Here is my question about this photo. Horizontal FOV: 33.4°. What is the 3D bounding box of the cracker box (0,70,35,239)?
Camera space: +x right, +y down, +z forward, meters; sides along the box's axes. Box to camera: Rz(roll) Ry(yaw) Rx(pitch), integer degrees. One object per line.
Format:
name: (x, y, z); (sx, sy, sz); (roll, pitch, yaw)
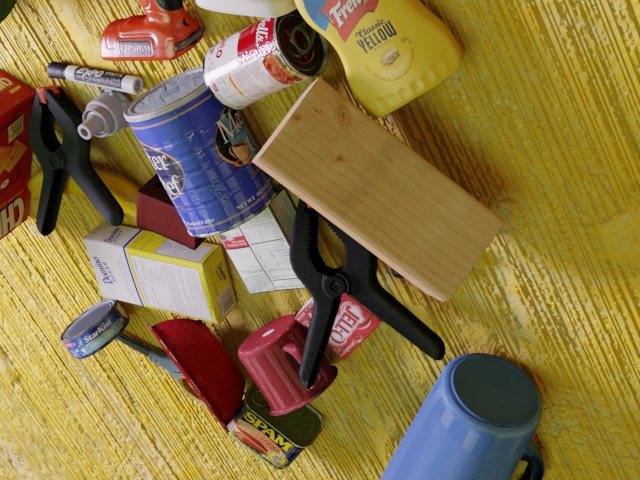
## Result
cracker box: (-0.410, -0.069, 1.233); (0.072, 0.164, 0.214); (30, 135, 13)

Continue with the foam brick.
foam brick: (-0.156, -0.035, 1.169); (0.078, 0.052, 0.051); (22, 134, 17)

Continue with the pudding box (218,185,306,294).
pudding box: (-0.058, 0.001, 1.142); (0.090, 0.039, 0.113); (-8, 121, 36)

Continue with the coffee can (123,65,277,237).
coffee can: (-0.118, -0.089, 1.063); (0.103, 0.102, 0.140); (-7, 120, 37)

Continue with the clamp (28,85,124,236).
clamp: (-0.275, -0.086, 1.186); (0.120, 0.039, 0.171); (1, 106, 22)

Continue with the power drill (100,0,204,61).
power drill: (-0.195, -0.264, 1.007); (0.185, 0.057, 0.187); (7, 127, 30)

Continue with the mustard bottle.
mustard bottle: (0.032, -0.205, 0.896); (0.096, 0.058, 0.191); (-29, 105, 23)

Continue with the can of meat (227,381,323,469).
can of meat: (-0.059, 0.226, 1.311); (0.102, 0.057, 0.084); (38, 139, 3)

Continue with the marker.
marker: (-0.243, -0.174, 1.139); (0.121, 0.020, 0.020); (14, 131, 25)

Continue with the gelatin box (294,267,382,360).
gelatin box: (0.023, 0.080, 1.155); (0.073, 0.030, 0.089); (40, 137, 0)

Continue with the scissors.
scissors: (-0.198, 0.144, 1.367); (0.202, 0.016, 0.096); (37, 135, 3)

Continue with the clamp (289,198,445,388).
clamp: (0.016, 0.050, 1.089); (0.165, 0.036, 0.210); (-24, 94, 26)

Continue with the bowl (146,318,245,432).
bowl: (-0.137, 0.147, 1.262); (0.162, 0.055, 0.162); (50, 169, 13)

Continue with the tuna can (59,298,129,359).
tuna can: (-0.285, 0.111, 1.349); (0.086, 0.086, 0.033); (-18, 114, 42)

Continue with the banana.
banana: (-0.266, -0.057, 1.236); (0.198, 0.037, 0.070); (19, 130, 21)

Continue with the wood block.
wood block: (0.049, -0.044, 0.956); (0.206, 0.090, 0.091); (37, 179, -7)

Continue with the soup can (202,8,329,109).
soup can: (-0.051, -0.166, 0.981); (0.102, 0.068, 0.068); (-17, 113, 42)

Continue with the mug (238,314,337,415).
mug: (-0.035, 0.137, 1.193); (0.081, 0.093, 0.117); (59, 162, -12)

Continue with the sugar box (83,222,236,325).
sugar box: (-0.189, 0.037, 1.255); (0.176, 0.048, 0.093); (13, 132, 30)

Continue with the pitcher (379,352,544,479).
pitcher: (0.154, 0.235, 1.136); (0.145, 0.149, 0.243); (40, 135, 22)
